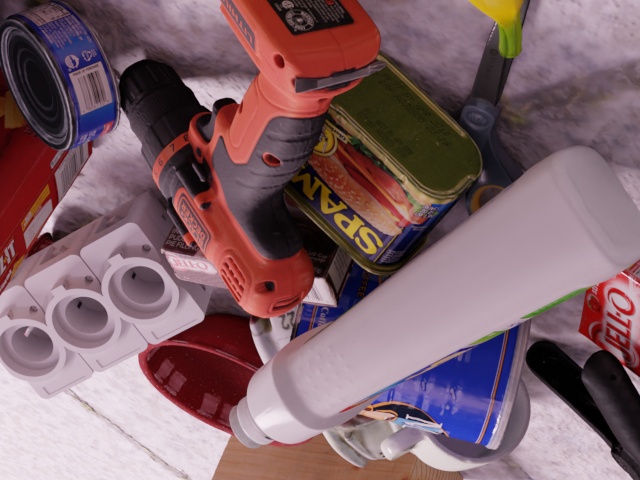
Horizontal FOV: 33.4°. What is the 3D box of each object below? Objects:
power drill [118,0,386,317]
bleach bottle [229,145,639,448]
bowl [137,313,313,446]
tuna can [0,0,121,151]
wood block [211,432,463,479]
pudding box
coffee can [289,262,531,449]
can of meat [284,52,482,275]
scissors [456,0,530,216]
[{"bbox_3d":[-0.046,-0.075,0.560,0.184,0.057,0.188,54,147,23],"label":"power drill"},{"bbox_3d":[0.051,0.044,0.582,0.251,0.102,0.068,-36,81,28],"label":"bleach bottle"},{"bbox_3d":[-0.069,0.109,0.897,0.162,0.055,0.162,18,148,11],"label":"bowl"},{"bbox_3d":[-0.156,-0.097,0.634,0.086,0.033,0.086,36,142,35],"label":"tuna can"},{"bbox_3d":[0.012,0.225,0.982,0.206,0.090,0.090,-1,141,35],"label":"wood block"},{"bbox_3d":[-0.029,-0.011,0.656,0.114,0.090,0.039,11,148,21],"label":"pudding box"},{"bbox_3d":[0.055,0.068,0.687,0.140,0.102,0.103,13,148,5],"label":"coffee can"},{"bbox_3d":[0.030,-0.043,0.584,0.102,0.057,0.084,44,146,6],"label":"can of meat"},{"bbox_3d":[0.099,-0.055,0.570,0.096,0.016,0.202,31,149,-4],"label":"scissors"}]
